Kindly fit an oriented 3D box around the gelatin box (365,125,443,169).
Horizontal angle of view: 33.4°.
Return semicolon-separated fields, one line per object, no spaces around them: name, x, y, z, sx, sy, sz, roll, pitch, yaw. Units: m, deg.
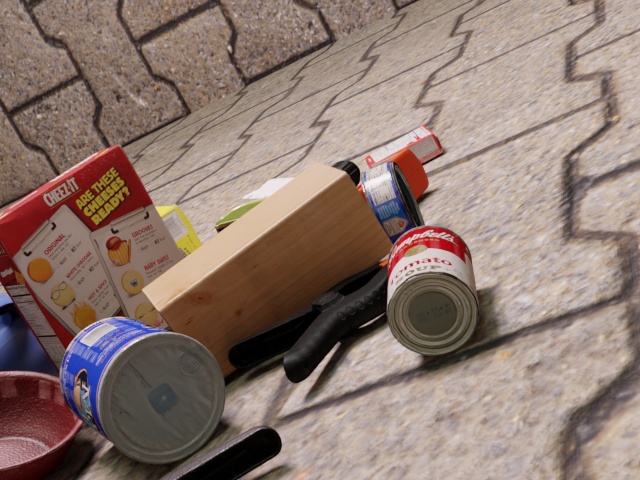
gelatin box;0.103;-0.106;1.323;0.089;0.030;0.073;-28;13;3

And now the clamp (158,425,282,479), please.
clamp;-0.129;0.192;0.737;0.210;0.036;0.164;-16;20;40

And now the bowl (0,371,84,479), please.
bowl;-0.289;0.181;0.961;0.162;0.055;0.162;0;24;0

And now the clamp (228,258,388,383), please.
clamp;0.002;0.067;0.914;0.171;0.039;0.120;-33;21;-34

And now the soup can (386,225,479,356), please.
soup can;0.084;0.037;0.809;0.068;0.068;0.102;-25;16;13

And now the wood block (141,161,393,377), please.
wood block;-0.048;0.027;0.979;0.206;0.090;0.091;-37;20;-9

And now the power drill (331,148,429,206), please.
power drill;0.032;-0.049;1.215;0.188;0.057;0.184;-15;23;50

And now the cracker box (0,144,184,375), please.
cracker box;-0.223;0.038;1.078;0.164;0.213;0.072;-39;18;-35

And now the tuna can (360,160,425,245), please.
tuna can;0.071;-0.033;1.026;0.034;0.086;0.086;-23;16;13

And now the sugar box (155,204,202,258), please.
sugar box;-0.212;0.003;1.414;0.048;0.093;0.176;-36;15;-25

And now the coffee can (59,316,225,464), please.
coffee can;-0.151;0.121;0.888;0.102;0.103;0.140;-34;16;-21
